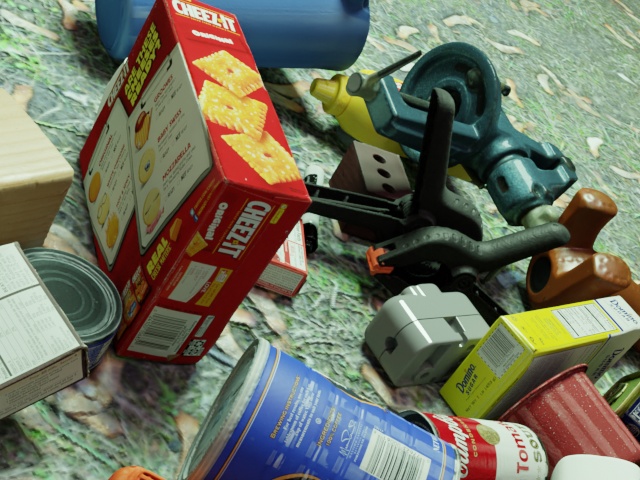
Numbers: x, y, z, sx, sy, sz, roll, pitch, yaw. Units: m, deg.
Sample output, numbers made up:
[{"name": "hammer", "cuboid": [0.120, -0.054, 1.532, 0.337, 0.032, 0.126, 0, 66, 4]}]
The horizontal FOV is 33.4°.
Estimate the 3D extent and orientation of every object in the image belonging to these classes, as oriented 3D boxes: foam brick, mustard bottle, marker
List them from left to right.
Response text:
[{"name": "marker", "cuboid": [-0.009, -0.028, 0.938, 0.020, 0.020, 0.121, 25, 33, -13]}, {"name": "foam brick", "cuboid": [0.046, -0.044, 0.978, 0.052, 0.051, 0.078, 16, 36, -25]}, {"name": "mustard bottle", "cuboid": [0.076, -0.125, 1.077, 0.191, 0.058, 0.096, 16, 43, -24]}]

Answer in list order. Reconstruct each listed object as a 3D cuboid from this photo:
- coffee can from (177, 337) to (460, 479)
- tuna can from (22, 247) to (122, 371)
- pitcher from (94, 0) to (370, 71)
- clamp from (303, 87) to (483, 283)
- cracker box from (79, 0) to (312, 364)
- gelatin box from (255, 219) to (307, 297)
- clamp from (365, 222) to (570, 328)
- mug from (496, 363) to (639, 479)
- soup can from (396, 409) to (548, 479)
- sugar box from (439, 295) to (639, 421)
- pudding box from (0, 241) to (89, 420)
[{"name": "coffee can", "cuboid": [-0.001, 0.137, 0.646, 0.140, 0.103, 0.102, 30, 32, -6]}, {"name": "tuna can", "cuboid": [-0.171, 0.045, 0.684, 0.086, 0.034, 0.086, 23, 33, -16]}, {"name": "pitcher", "cuboid": [-0.087, -0.224, 1.016, 0.242, 0.149, 0.145, -5, 44, -26]}, {"name": "clamp", "cuboid": [0.068, -0.020, 0.911, 0.036, 0.165, 0.210, -98, 160, -48]}, {"name": "cracker box", "cuboid": [-0.097, -0.046, 0.749, 0.072, 0.164, 0.214, 13, 38, -32]}, {"name": "gelatin box", "cuboid": [-0.055, 0.001, 0.849, 0.089, 0.030, 0.073, 20, 33, -21]}, {"name": "clamp", "cuboid": [0.127, 0.021, 0.907, 0.171, 0.120, 0.039, 15, 23, -21]}, {"name": "mug", "cuboid": [0.193, 0.156, 0.818, 0.081, 0.093, 0.117, 55, 9, 23]}, {"name": "soup can", "cuboid": [0.099, 0.157, 0.742, 0.102, 0.069, 0.068, 12, 38, -32]}, {"name": "sugar box", "cuboid": [0.186, 0.096, 0.876, 0.175, 0.093, 0.048, -6, 50, -47]}, {"name": "pudding box", "cuboid": [-0.201, 0.060, 0.601, 0.113, 0.039, 0.090, -26, 63, -26]}]
